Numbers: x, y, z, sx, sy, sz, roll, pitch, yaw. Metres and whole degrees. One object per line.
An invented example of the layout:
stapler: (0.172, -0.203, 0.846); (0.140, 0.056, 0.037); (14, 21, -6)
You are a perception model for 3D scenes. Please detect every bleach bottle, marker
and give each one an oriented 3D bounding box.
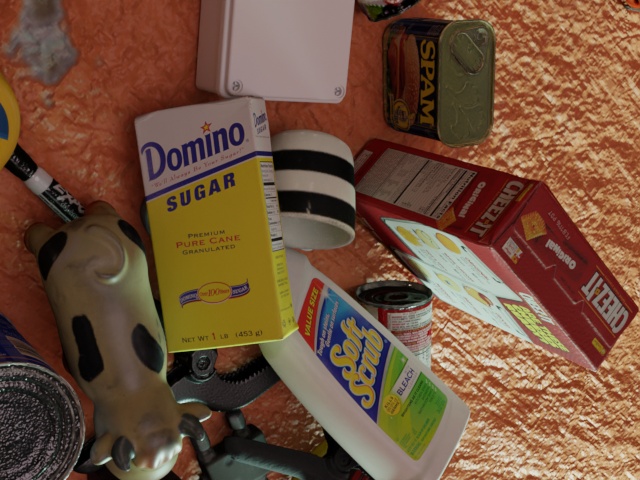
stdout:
bleach bottle: (0.004, 0.092, 0.848); (0.250, 0.068, 0.102); (43, 56, -13)
marker: (-0.188, -0.028, 0.776); (0.020, 0.020, 0.121); (-50, 122, -11)

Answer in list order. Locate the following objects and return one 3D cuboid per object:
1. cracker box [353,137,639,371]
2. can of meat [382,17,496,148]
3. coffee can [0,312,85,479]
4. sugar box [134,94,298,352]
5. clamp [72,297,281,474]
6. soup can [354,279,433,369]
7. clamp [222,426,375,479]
cracker box: (0.129, 0.004, 0.864); (0.072, 0.214, 0.164); (-52, 123, -10)
can of meat: (0.096, -0.134, 0.885); (0.057, 0.084, 0.102); (-10, 108, -29)
coffee can: (-0.229, 0.107, 0.713); (0.102, 0.140, 0.103); (-9, 108, -30)
sugar box: (-0.077, -0.012, 0.780); (0.093, 0.048, 0.176); (-8, 94, 15)
clamp: (-0.105, 0.085, 0.848); (0.209, 0.036, 0.164); (-10, 106, -29)
soup can: (0.064, 0.093, 0.936); (0.068, 0.069, 0.102); (-10, 109, -29)
clamp: (0.003, 0.187, 0.888); (0.120, 0.039, 0.171); (-36, 85, -21)
